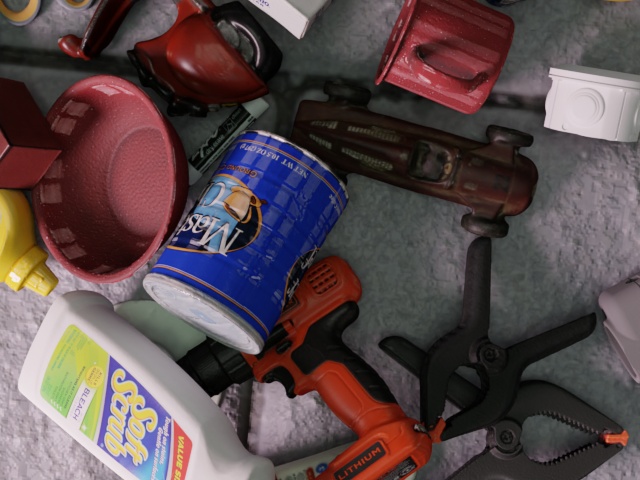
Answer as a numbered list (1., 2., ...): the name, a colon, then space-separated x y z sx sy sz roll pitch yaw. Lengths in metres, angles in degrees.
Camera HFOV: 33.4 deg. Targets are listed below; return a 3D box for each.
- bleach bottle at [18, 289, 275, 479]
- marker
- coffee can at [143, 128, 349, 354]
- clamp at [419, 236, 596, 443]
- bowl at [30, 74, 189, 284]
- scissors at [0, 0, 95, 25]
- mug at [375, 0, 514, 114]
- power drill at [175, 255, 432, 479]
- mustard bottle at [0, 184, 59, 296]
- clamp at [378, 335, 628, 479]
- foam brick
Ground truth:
1. bleach bottle: -0.117 0.140 0.810 0.251 0.068 0.102 31 99 27
2. marker: -0.090 -0.073 0.875 0.020 0.020 0.121 44 96 -2
3. coffee can: -0.055 0.001 0.816 0.103 0.103 0.140 31 72 -1
4. clamp: 0.127 0.082 0.852 0.120 0.039 0.171 43 74 10
5. bowl: -0.156 -0.048 0.843 0.162 0.055 0.162 1 92 35
6. scissors: -0.259 -0.262 0.865 0.096 0.016 0.202 -36 93 6
7. mug: 0.096 -0.143 0.814 0.081 0.117 0.093 22 119 -5
8. power drill: -0.016 0.124 0.832 0.184 0.057 0.188 -35 62 1
9. mustard bottle: -0.293 -0.021 0.869 0.191 0.058 0.096 39 104 -2
10. clamp: 0.143 0.151 0.872 0.210 0.036 0.164 -6 80 -4
11. foam brick: -0.253 -0.085 0.846 0.053 0.051 0.078 -45 66 28
